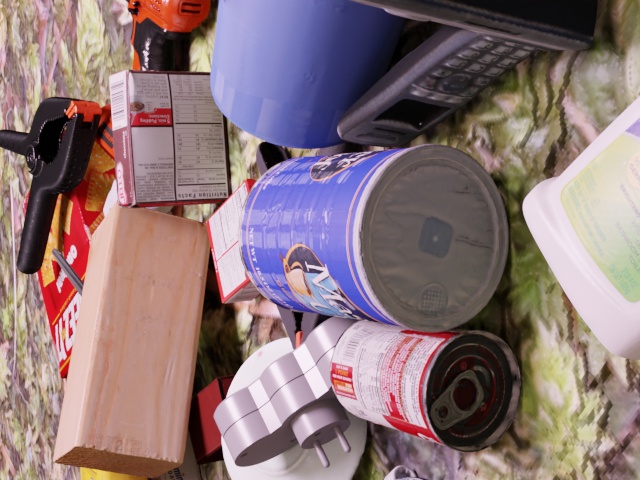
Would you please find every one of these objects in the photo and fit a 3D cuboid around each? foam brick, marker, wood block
[{"bbox_3d":[-0.069,0.144,0.862,0.078,0.052,0.051,-45,57,52],"label":"foam brick"},{"bbox_3d":[0.031,0.188,0.735,0.121,0.020,0.020,-54,49,47],"label":"marker"},{"bbox_3d":[-0.156,0.086,0.899,0.091,0.090,0.206,140,139,-59],"label":"wood block"}]

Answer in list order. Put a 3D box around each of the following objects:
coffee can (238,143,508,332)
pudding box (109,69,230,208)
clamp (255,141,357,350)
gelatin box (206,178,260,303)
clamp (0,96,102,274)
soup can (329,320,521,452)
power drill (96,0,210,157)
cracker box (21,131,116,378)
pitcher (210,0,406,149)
[{"bbox_3d":[0.027,-0.003,0.637,0.141,0.102,0.103,2,96,59],"label":"coffee can"},{"bbox_3d":[-0.125,-0.084,0.889,0.039,0.089,0.113,-1,92,57],"label":"pudding box"},{"bbox_3d":[-0.003,-0.006,0.750,0.120,0.039,0.171,-31,65,61],"label":"clamp"},{"bbox_3d":[-0.055,0.001,0.844,0.089,0.030,0.073,-39,60,53],"label":"gelatin box"},{"bbox_3d":[-0.274,-0.086,1.055,0.210,0.036,0.164,-46,57,42],"label":"clamp"},{"bbox_3d":[0.059,0.081,0.630,0.102,0.068,0.068,4,97,59],"label":"soup can"},{"bbox_3d":[-0.169,-0.175,0.981,0.185,0.057,0.188,43,129,48],"label":"power drill"},{"bbox_3d":[-0.245,0.015,1.115,0.164,0.071,0.214,-46,56,50],"label":"cracker box"},{"bbox_3d":[-0.006,-0.178,0.622,0.149,0.144,0.243,38,136,22],"label":"pitcher"}]
